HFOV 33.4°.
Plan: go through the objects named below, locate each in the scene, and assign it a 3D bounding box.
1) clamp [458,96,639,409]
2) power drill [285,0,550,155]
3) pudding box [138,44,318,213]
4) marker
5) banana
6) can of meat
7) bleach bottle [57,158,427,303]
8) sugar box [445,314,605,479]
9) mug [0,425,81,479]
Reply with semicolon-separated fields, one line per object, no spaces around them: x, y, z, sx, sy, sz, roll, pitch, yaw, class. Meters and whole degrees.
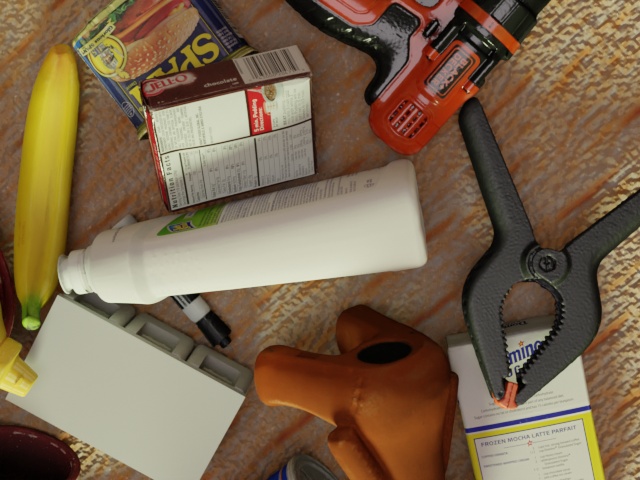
0.163;0.014;0.730;0.164;0.036;0.210;9;83;4;clamp
0.053;-0.178;0.718;0.187;0.057;0.184;40;100;-3;power drill
-0.060;-0.074;0.719;0.113;0.039;0.090;-14;135;-11;pudding box
-0.108;0.032;0.788;0.020;0.020;0.121;-40;95;10;marker
-0.193;-0.038;0.759;0.037;0.070;0.198;4;90;-28;banana
-0.109;-0.133;0.740;0.102;0.057;0.084;-36;93;10;can of meat
-0.055;0.001;0.737;0.251;0.102;0.068;-9;102;7;bleach bottle
0.153;0.147;0.775;0.093;0.048;0.176;-11;95;6;sugar box
-0.235;0.198;0.781;0.093;0.117;0.081;19;106;8;mug
